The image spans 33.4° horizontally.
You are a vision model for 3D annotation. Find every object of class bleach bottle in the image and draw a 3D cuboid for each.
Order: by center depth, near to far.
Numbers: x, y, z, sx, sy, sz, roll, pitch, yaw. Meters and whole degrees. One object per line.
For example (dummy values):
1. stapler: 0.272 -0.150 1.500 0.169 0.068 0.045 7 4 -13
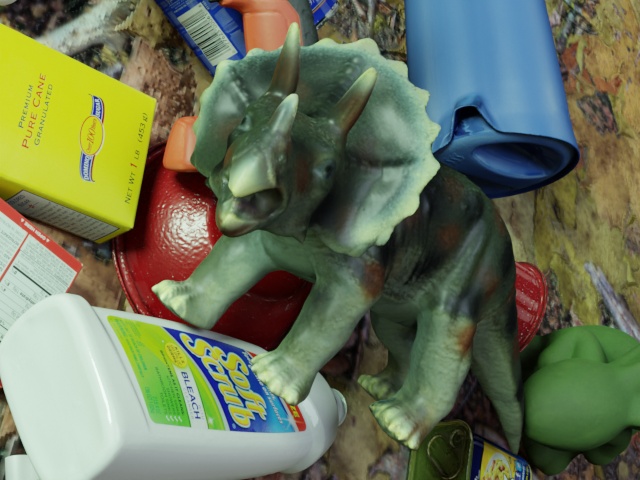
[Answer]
1. bleach bottle: -0.065 0.093 0.634 0.250 0.068 0.102 13 45 -56

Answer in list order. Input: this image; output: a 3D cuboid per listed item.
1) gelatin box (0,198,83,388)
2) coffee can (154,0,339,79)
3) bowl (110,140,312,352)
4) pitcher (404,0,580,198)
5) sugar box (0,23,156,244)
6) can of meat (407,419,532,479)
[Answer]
1. gelatin box: -0.183 0.028 0.588 0.073 0.030 0.089 43 52 -27
2. coffee can: -0.068 -0.186 0.716 0.140 0.103 0.102 53 48 -17
3. bowl: -0.055 0.001 0.701 0.161 0.055 0.162 16 66 -40
4. pitcher: 0.134 -0.160 0.892 0.144 0.149 0.243 4 69 -21
5. sugar box: -0.183 -0.072 0.610 0.176 0.048 0.093 25 60 -37
6. can of meat: 0.111 0.195 0.792 0.083 0.058 0.102 31 57 -34
